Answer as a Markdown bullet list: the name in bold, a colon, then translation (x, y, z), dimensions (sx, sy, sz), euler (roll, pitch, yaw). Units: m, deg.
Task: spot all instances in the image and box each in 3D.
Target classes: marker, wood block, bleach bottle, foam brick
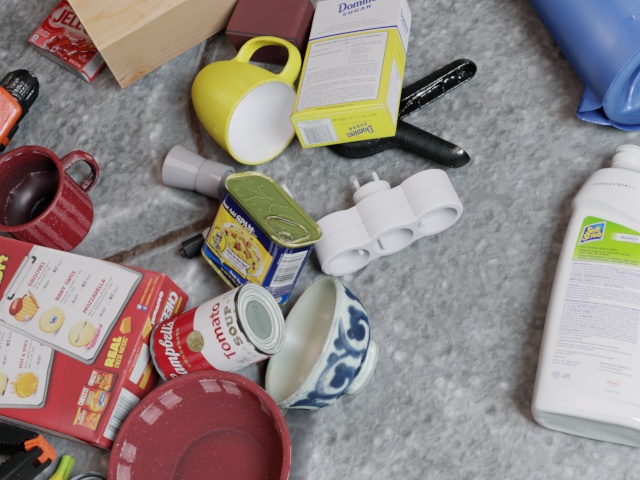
- **marker**: translation (-0.082, -0.017, 1.028), dimensions (0.121, 0.020, 0.020), euler (-30, 61, 2)
- **wood block**: translation (-0.148, -0.260, 1.101), dimensions (0.206, 0.091, 0.090), euler (-32, 73, -5)
- **bleach bottle**: translation (0.245, 0.036, 0.881), dimensions (0.103, 0.068, 0.250), euler (9, 67, 20)
- **foam brick**: translation (-0.047, -0.215, 1.088), dimensions (0.078, 0.053, 0.051), euler (11, 70, 20)

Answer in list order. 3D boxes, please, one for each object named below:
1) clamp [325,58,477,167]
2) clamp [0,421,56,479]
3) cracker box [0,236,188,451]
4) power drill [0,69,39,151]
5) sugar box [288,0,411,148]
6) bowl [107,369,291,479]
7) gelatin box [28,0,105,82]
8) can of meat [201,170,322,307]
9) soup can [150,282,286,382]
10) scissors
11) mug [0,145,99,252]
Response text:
- **clamp**: translation (0.068, -0.108, 1.009), dimensions (0.172, 0.039, 0.120), euler (-13, 49, 17)
- **clamp**: translation (-0.346, 0.210, 0.981), dimensions (0.210, 0.036, 0.164), euler (-22, 45, 2)
- **cracker box**: translation (-0.252, 0.094, 1.000), dimensions (0.214, 0.072, 0.164), euler (11, 69, 22)
- **power drill**: translation (-0.340, -0.107, 1.066), dimensions (0.057, 0.188, 0.184), euler (35, 79, -12)
- **sugar box**: translation (0.032, -0.167, 1.018), dimensions (0.093, 0.048, 0.176), euler (-5, 45, 19)
- **bowl**: translation (-0.094, 0.193, 0.895), dimensions (0.162, 0.055, 0.162), euler (-8, 62, 14)
- **gelatin box**: translation (-0.265, -0.224, 1.171), dimensions (0.089, 0.030, 0.073), euler (31, 78, 26)
- **can of meat**: translation (-0.056, 0.001, 0.969), dimensions (0.102, 0.057, 0.084), euler (46, 128, 29)
- **soup can**: translation (-0.089, 0.085, 0.938), dimensions (0.102, 0.068, 0.068), euler (-25, 59, 29)
- **scissors**: translation (-0.109, 0.212, 0.934), dimensions (0.096, 0.016, 0.201), euler (20, 73, 24)
- **mug**: translation (-0.270, -0.043, 1.061), dimensions (0.117, 0.081, 0.093), euler (-43, 62, -5)
